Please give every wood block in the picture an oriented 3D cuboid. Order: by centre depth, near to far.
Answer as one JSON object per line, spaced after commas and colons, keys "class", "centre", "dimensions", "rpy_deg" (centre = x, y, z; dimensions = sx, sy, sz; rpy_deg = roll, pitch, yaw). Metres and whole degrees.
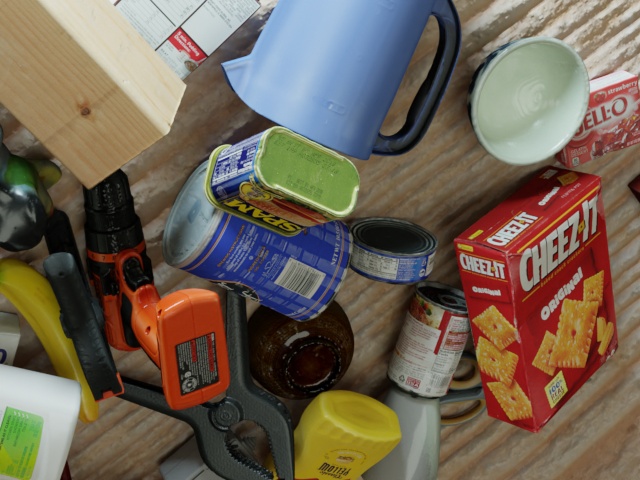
{"class": "wood block", "centre": [-0.210, -0.153, 0.816], "dimensions": [0.091, 0.090, 0.206], "rpy_deg": [-31, 116, 22]}

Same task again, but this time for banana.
{"class": "banana", "centre": [-0.246, 0.079, 0.950], "dimensions": [0.037, 0.069, 0.197], "rpy_deg": [-8, 131, 24]}

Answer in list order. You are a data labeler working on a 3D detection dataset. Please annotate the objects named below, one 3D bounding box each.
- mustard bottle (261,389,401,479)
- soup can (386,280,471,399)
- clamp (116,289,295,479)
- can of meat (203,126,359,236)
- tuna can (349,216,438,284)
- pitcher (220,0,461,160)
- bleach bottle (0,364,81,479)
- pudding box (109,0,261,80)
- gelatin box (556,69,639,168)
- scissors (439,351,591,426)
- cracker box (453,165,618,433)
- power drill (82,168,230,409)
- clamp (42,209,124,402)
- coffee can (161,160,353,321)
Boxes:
{"class": "mustard bottle", "centre": [-0.006, 0.232, 1.088], "dimensions": [0.096, 0.058, 0.192], "rpy_deg": [18, 128, -27]}
{"class": "soup can", "centre": [0.113, 0.101, 1.086], "dimensions": [0.068, 0.068, 0.102], "rpy_deg": [9, 110, -23]}
{"class": "clamp", "centre": [-0.100, 0.163, 1.012], "dimensions": [0.164, 0.036, 0.210], "rpy_deg": [-29, 95, 5]}
{"class": "can of meat", "centre": [-0.030, -0.047, 0.870], "dimensions": [0.102, 0.084, 0.057], "rpy_deg": [23, 69, -29]}
{"class": "tuna can", "centre": [0.067, 0.010, 1.018], "dimensions": [0.086, 0.086, 0.034], "rpy_deg": [-1, 115, -20]}
{"class": "pitcher", "centre": [0.041, -0.194, 0.895], "dimensions": [0.149, 0.145, 0.243], "rpy_deg": [6, 113, -63]}
{"class": "bleach bottle", "centre": [-0.335, 0.141, 0.896], "dimensions": [0.250, 0.068, 0.103], "rpy_deg": [14, 108, -15]}
{"class": "pudding box", "centre": [-0.119, -0.192, 0.887], "dimensions": [0.113, 0.039, 0.090], "rpy_deg": [-44, 118, 1]}
{"class": "gelatin box", "centre": [0.275, -0.121, 1.065], "dimensions": [0.089, 0.030, 0.073], "rpy_deg": [-20, 118, -11]}
{"class": "scissors", "centre": [0.206, 0.147, 1.170], "dimensions": [0.201, 0.016, 0.096], "rpy_deg": [-17, 118, -12]}
{"class": "cracker box", "centre": [0.224, 0.058, 1.069], "dimensions": [0.164, 0.072, 0.213], "rpy_deg": [-35, 125, -34]}
{"class": "power drill", "centre": [-0.145, 0.041, 0.899], "dimensions": [0.057, 0.188, 0.184], "rpy_deg": [-19, 122, -24]}
{"class": "clamp", "centre": [-0.209, 0.057, 0.925], "dimensions": [0.039, 0.120, 0.171], "rpy_deg": [-12, 122, -5]}
{"class": "coffee can", "centre": [-0.056, 0.001, 0.959], "dimensions": [0.140, 0.103, 0.103], "rpy_deg": [26, 103, -28]}
